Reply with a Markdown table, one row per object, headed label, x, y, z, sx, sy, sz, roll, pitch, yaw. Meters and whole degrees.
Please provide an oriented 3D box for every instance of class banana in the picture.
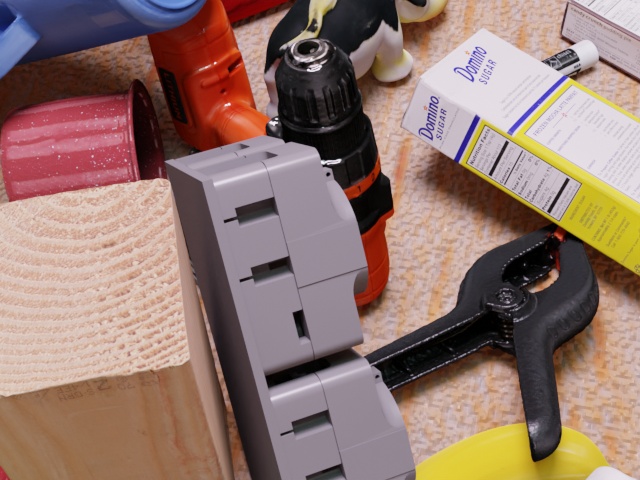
| label | x | y | z | sx | sy | sz | roll | pitch | yaw |
| --- | --- | --- | --- | --- | --- | --- | --- | --- | --- |
| banana | 0.069 | 0.141 | 0.543 | 0.197 | 0.037 | 0.070 | -23 | 57 | -13 |

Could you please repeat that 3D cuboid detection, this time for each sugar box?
| label | x | y | z | sx | sy | sz | roll | pitch | yaw |
| --- | --- | --- | --- | --- | --- | --- | --- | --- | --- |
| sugar box | 0.146 | -0.055 | 0.644 | 0.176 | 0.048 | 0.093 | 32 | 42 | 16 |

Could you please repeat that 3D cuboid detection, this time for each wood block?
| label | x | y | z | sx | sy | sz | roll | pitch | yaw |
| --- | --- | --- | --- | --- | --- | --- | --- | --- | --- |
| wood block | -0.094 | 0.074 | 0.494 | 0.090 | 0.206 | 0.091 | -10 | 56 | -4 |

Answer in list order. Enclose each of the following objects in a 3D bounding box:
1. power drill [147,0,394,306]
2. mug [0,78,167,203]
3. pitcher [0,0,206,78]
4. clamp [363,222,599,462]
| label | x | y | z | sx | sy | sz | roll | pitch | yaw |
| --- | --- | --- | --- | --- | --- | --- | --- | --- | --- |
| power drill | -0.031 | -0.069 | 0.616 | 0.057 | 0.184 | 0.188 | -29 | 50 | -17 |
| mug | -0.142 | -0.035 | 0.652 | 0.081 | 0.093 | 0.117 | -8 | 92 | 3 |
| pitcher | -0.186 | -0.157 | 0.632 | 0.243 | 0.149 | 0.144 | -1 | 14 | 34 |
| clamp | 0.110 | 0.050 | 0.586 | 0.120 | 0.039 | 0.171 | 27 | 54 | 35 |
